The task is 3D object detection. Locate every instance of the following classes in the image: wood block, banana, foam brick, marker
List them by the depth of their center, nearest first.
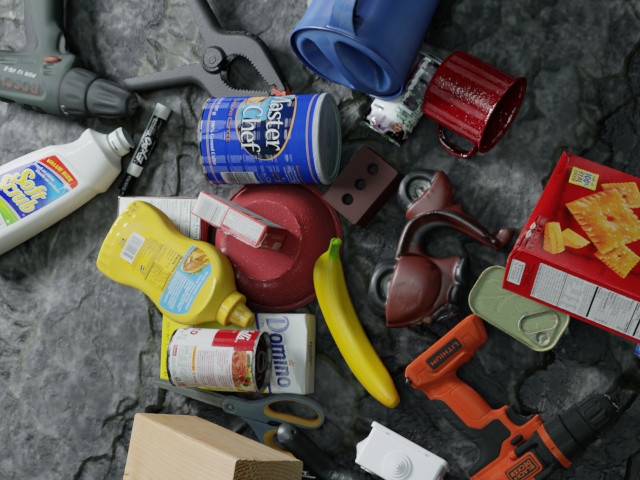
[{"bbox_3d":[-0.120,0.255,1.153,0.206,0.090,0.091,8,89,52],"label":"wood block"},{"bbox_3d":[0.033,0.096,1.192,0.037,0.070,0.198,-22,91,-17],"label":"banana"},{"bbox_3d":[0.050,-0.060,1.205,0.053,0.051,0.078,40,96,14],"label":"foam brick"},{"bbox_3d":[-0.216,-0.109,1.299,0.020,0.020,0.121,27,93,16],"label":"marker"}]

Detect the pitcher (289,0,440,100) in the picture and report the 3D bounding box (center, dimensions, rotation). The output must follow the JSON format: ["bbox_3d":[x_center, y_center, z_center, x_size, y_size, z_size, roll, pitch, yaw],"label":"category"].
[{"bbox_3d":[0.075,-0.288,1.149,0.149,0.144,0.242,3,63,58],"label":"pitcher"}]

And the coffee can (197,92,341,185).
[{"bbox_3d":[-0.056,-0.114,1.212,0.140,0.102,0.103,0,85,15],"label":"coffee can"}]

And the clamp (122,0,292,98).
[{"bbox_3d":[-0.132,-0.208,1.275,0.210,0.036,0.165,36,105,12],"label":"clamp"}]

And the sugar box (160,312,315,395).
[{"bbox_3d":[-0.095,0.128,1.233,0.176,0.048,0.093,-1,85,17],"label":"sugar box"}]

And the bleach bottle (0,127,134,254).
[{"bbox_3d":[-0.344,-0.070,1.311,0.251,0.068,0.102,-30,79,9],"label":"bleach bottle"}]

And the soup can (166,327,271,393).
[{"bbox_3d":[-0.111,0.132,1.178,0.102,0.068,0.068,2,86,14],"label":"soup can"}]

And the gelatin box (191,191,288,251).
[{"bbox_3d":[-0.088,-0.019,1.170,0.089,0.073,0.030,28,94,15],"label":"gelatin box"}]

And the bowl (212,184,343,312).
[{"bbox_3d":[-0.058,0.002,1.229,0.162,0.055,0.162,-1,85,16],"label":"bowl"}]

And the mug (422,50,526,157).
[{"bbox_3d":[0.163,-0.146,1.171,0.082,0.093,0.117,33,131,20],"label":"mug"}]

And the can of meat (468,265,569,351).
[{"bbox_3d":[0.214,0.073,1.132,0.102,0.084,0.057,31,94,16],"label":"can of meat"}]

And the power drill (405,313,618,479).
[{"bbox_3d":[0.196,0.172,1.142,0.184,0.057,0.188,-39,77,9],"label":"power drill"}]

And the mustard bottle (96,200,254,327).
[{"bbox_3d":[-0.156,0.040,1.208,0.192,0.058,0.096,33,96,16],"label":"mustard bottle"}]

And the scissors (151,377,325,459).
[{"bbox_3d":[-0.092,0.204,1.217,0.202,0.016,0.096,2,115,14],"label":"scissors"}]

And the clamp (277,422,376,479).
[{"bbox_3d":[0.011,0.257,1.163,0.171,0.120,0.039,22,60,7],"label":"clamp"}]

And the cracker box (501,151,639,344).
[{"bbox_3d":[0.313,0.013,1.073,0.214,0.072,0.164,22,50,17],"label":"cracker box"}]

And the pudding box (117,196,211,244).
[{"bbox_3d":[-0.187,-0.007,1.274,0.113,0.039,0.090,2,86,14],"label":"pudding box"}]
